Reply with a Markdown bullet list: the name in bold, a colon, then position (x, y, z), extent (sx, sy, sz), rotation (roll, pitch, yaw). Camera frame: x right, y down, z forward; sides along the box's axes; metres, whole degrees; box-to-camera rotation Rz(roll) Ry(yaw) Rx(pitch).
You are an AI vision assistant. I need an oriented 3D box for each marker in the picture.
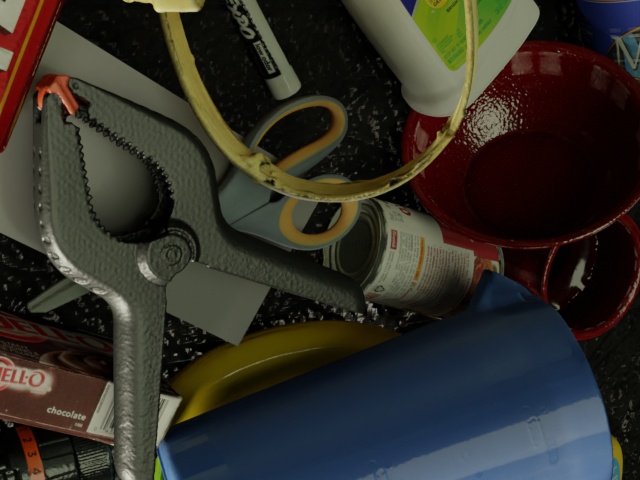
- **marker**: position (-0.045, -0.137, 0.622), extent (0.020, 0.020, 0.121), rotation (-37, 120, -16)

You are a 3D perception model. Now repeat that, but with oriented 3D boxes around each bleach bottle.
- **bleach bottle**: position (0.025, -0.192, 0.623), extent (0.102, 0.068, 0.250), rotation (-50, 120, -9)

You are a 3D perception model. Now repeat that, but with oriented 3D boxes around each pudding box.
- **pudding box**: position (-0.145, 0.072, 0.585), extent (0.113, 0.090, 0.039), rotation (23, 94, -34)

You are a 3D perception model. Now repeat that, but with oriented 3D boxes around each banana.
- **banana**: position (-0.027, 0.087, 0.677), extent (0.197, 0.037, 0.069), rotation (-21, 109, -10)

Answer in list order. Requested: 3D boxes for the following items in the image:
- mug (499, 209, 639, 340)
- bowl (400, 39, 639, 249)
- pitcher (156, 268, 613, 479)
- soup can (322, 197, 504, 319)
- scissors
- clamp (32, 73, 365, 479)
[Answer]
- **mug**: position (0.157, 0.021, 0.750), extent (0.117, 0.082, 0.093), rotation (-39, 120, -15)
- **bowl**: position (0.135, -0.052, 0.694), extent (0.162, 0.162, 0.055), rotation (-42, 150, -13)
- **pitcher**: position (0.038, 0.134, 0.622), extent (0.242, 0.149, 0.145), rotation (-18, 140, -10)
- **soup can**: position (0.060, 0.014, 0.701), extent (0.102, 0.069, 0.068), rotation (14, 97, -32)
- **scissors**: position (-0.054, 0.001, 0.586), extent (0.201, 0.016, 0.096), rotation (-43, 120, -13)
- **clamp**: position (-0.071, 0.003, 0.543), extent (0.164, 0.036, 0.210), rotation (-32, 113, -22)
